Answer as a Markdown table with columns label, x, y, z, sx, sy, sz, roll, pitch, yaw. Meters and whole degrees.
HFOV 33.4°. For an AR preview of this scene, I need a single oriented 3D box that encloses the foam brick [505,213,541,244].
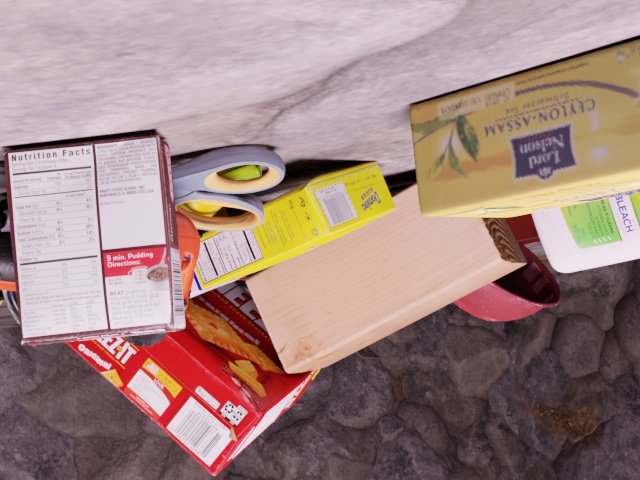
| label | x | y | z | sx | sy | sz | roll | pitch | yaw |
| --- | --- | --- | --- | --- | --- | --- | --- | --- | --- |
| foam brick | 0.222 | -0.026 | 1.090 | 0.078 | 0.053 | 0.051 | -11 | 173 | 43 |

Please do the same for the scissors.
| label | x | y | z | sx | sy | sz | roll | pitch | yaw |
| --- | --- | --- | --- | --- | --- | --- | --- | --- | --- |
| scissors | -0.106 | -0.043 | 0.668 | 0.201 | 0.016 | 0.096 | 16 | 141 | -41 |

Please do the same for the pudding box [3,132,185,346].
| label | x | y | z | sx | sy | sz | roll | pitch | yaw |
| --- | --- | --- | --- | --- | --- | --- | --- | --- | --- |
| pudding box | -0.128 | 0.000 | 0.607 | 0.090 | 0.113 | 0.039 | -6 | 174 | 1 |

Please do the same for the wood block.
| label | x | y | z | sx | sy | sz | roll | pitch | yaw |
| --- | --- | --- | --- | --- | --- | --- | --- | --- | --- |
| wood block | 0.055 | 0.026 | 0.900 | 0.206 | 0.091 | 0.090 | -30 | 166 | 20 |

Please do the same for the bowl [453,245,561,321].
| label | x | y | z | sx | sy | sz | roll | pitch | yaw |
| --- | --- | --- | --- | --- | --- | --- | --- | --- | --- |
| bowl | 0.164 | 0.032 | 1.090 | 0.161 | 0.162 | 0.055 | 0 | 129 | -51 |

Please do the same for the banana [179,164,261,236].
| label | x | y | z | sx | sy | sz | roll | pitch | yaw |
| --- | --- | --- | --- | --- | --- | --- | --- | --- | --- |
| banana | -0.092 | -0.024 | 0.809 | 0.069 | 0.037 | 0.198 | -5 | 174 | -13 |

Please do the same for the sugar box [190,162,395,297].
| label | x | y | z | sx | sy | sz | roll | pitch | yaw |
| --- | --- | --- | --- | --- | --- | --- | --- | --- | --- |
| sugar box | -0.039 | -0.003 | 0.815 | 0.177 | 0.048 | 0.093 | -27 | 176 | 38 |

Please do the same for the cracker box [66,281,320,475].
| label | x | y | z | sx | sy | sz | roll | pitch | yaw |
| --- | --- | --- | --- | --- | --- | --- | --- | --- | --- |
| cracker box | -0.097 | 0.093 | 0.910 | 0.072 | 0.164 | 0.213 | -52 | 172 | 14 |
